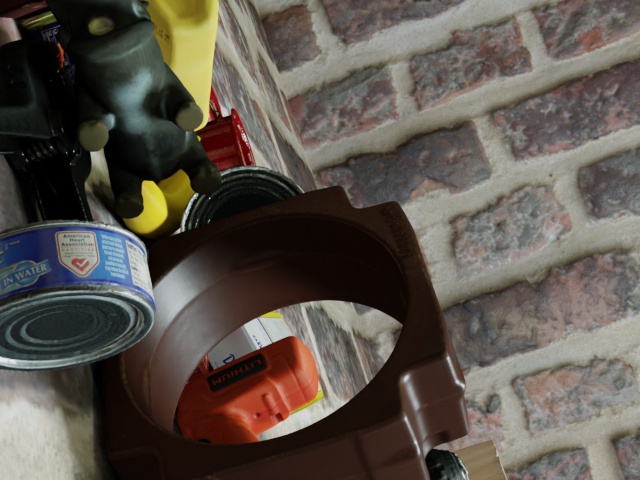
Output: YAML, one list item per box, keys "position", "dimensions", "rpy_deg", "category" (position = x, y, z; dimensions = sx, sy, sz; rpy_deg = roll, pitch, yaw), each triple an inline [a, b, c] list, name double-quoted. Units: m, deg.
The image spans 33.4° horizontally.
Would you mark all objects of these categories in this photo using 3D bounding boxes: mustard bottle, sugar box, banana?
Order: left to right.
- position: [-0.126, -0.035, 0.834]
  dimensions: [0.197, 0.037, 0.069]
  rpy_deg: [-70, 154, -75]
  category: "banana"
- position: [-0.115, -0.137, 0.826]
  dimensions: [0.192, 0.058, 0.096]
  rpy_deg: [106, -36, -61]
  category: "mustard bottle"
- position: [-0.048, 0.108, 0.914]
  dimensions: [0.093, 0.048, 0.176]
  rpy_deg: [60, 8, 9]
  category: "sugar box"

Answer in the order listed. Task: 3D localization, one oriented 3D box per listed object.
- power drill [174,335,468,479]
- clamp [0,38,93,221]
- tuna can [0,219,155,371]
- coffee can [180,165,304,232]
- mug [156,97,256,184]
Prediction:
- position: [-0.016, 0.141, 0.687]
  dimensions: [0.188, 0.184, 0.057]
  rpy_deg: [-119, -174, -58]
  category: "power drill"
- position: [-0.159, -0.057, 0.592]
  dimensions: [0.164, 0.036, 0.210]
  rpy_deg: [67, 4, -47]
  category: "clamp"
- position: [-0.116, 0.026, 0.468]
  dimensions: [0.086, 0.086, 0.034]
  rpy_deg: [61, 13, -63]
  category: "tuna can"
- position: [-0.056, 0.001, 0.850]
  dimensions: [0.140, 0.102, 0.103]
  rpy_deg: [123, -52, -84]
  category: "coffee can"
- position: [-0.106, -0.074, 0.958]
  dimensions: [0.093, 0.081, 0.117]
  rpy_deg: [-98, 171, -67]
  category: "mug"
